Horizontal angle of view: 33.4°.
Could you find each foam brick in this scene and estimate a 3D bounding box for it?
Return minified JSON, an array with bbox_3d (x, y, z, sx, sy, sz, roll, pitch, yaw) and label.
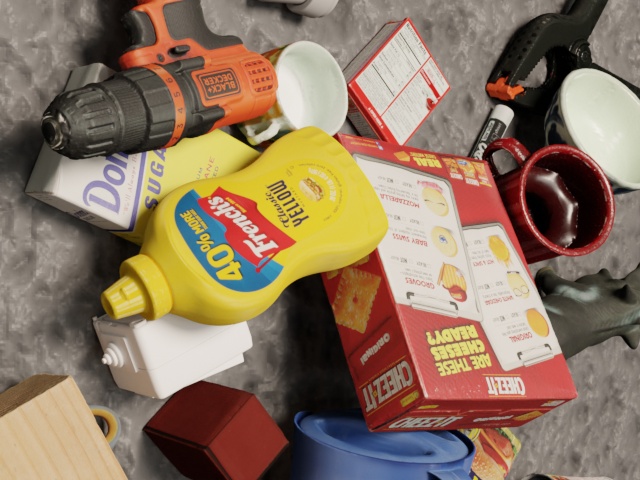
[{"bbox_3d":[-0.072,0.135,0.735,0.051,0.078,0.053,-48,121,-28],"label":"foam brick"}]

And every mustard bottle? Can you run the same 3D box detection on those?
[{"bbox_3d":[-0.054,0.001,0.686,0.191,0.058,0.096,-28,76,-29],"label":"mustard bottle"}]

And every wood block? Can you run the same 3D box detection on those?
[{"bbox_3d":[-0.147,0.190,0.628,0.090,0.091,0.206,-30,98,-27],"label":"wood block"}]

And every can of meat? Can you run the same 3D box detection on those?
[{"bbox_3d":[0.116,0.183,0.903,0.102,0.058,0.083,48,61,-30],"label":"can of meat"}]

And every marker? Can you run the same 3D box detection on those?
[{"bbox_3d":[0.137,-0.066,0.934,0.020,0.020,0.121,42,66,-32],"label":"marker"}]

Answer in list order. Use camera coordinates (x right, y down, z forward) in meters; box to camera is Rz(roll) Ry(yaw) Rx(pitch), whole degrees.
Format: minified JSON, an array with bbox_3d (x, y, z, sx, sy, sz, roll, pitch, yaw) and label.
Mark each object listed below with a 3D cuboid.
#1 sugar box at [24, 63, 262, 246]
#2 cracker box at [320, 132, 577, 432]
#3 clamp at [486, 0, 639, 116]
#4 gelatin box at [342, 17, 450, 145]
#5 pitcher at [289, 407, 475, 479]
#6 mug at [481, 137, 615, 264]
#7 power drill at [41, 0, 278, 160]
[{"bbox_3d":[-0.101,-0.039,0.726,0.176,0.048,0.093,27,75,-37],"label":"sugar box"},{"bbox_3d":[0.083,0.033,0.802,0.163,0.072,0.214,6,56,-39],"label":"cracker box"},{"bbox_3d":[0.234,-0.184,0.992,0.209,0.036,0.164,-22,113,-34],"label":"clamp"},{"bbox_3d":[0.057,-0.124,0.861,0.089,0.030,0.073,-51,119,-26],"label":"gelatin box"},{"bbox_3d":[0.036,0.252,0.773,0.145,0.149,0.243,8,96,6],"label":"pitcher"},{"bbox_3d":[0.176,-0.034,0.892,0.093,0.082,0.117,-42,97,-25],"label":"mug"},{"bbox_3d":[-0.121,-0.147,0.661,0.184,0.057,0.187,-23,94,-50],"label":"power drill"}]
